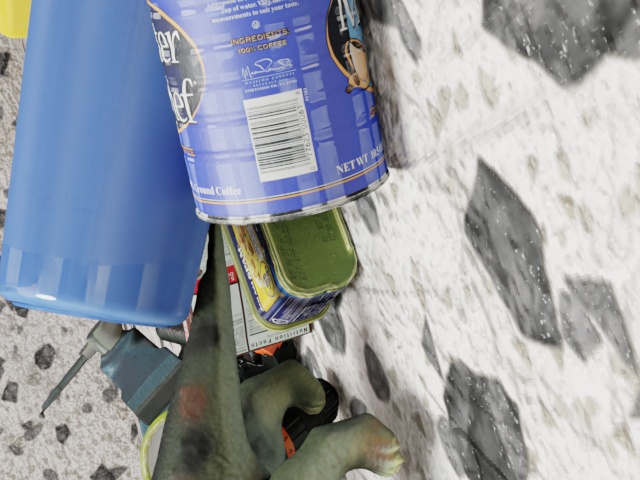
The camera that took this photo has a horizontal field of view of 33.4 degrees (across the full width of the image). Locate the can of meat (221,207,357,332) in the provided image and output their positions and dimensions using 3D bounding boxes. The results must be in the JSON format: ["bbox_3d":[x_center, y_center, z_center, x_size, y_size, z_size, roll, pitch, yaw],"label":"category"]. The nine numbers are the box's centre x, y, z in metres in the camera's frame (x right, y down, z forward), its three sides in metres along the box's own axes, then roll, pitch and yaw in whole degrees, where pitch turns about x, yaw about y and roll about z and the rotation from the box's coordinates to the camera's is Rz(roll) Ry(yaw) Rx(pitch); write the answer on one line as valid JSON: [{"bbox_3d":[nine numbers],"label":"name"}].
[{"bbox_3d":[-0.022,-0.001,0.680,0.084,0.057,0.102,128,123,-68],"label":"can of meat"}]

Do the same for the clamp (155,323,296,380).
[{"bbox_3d":[-0.076,0.085,0.888,0.172,0.120,0.039,132,162,-66],"label":"clamp"}]

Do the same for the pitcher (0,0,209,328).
[{"bbox_3d":[-0.107,-0.075,0.620,0.145,0.149,0.243,2,82,60],"label":"pitcher"}]

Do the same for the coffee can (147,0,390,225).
[{"bbox_3d":[-0.028,-0.090,0.530,0.103,0.102,0.140,-147,43,-66],"label":"coffee can"}]
